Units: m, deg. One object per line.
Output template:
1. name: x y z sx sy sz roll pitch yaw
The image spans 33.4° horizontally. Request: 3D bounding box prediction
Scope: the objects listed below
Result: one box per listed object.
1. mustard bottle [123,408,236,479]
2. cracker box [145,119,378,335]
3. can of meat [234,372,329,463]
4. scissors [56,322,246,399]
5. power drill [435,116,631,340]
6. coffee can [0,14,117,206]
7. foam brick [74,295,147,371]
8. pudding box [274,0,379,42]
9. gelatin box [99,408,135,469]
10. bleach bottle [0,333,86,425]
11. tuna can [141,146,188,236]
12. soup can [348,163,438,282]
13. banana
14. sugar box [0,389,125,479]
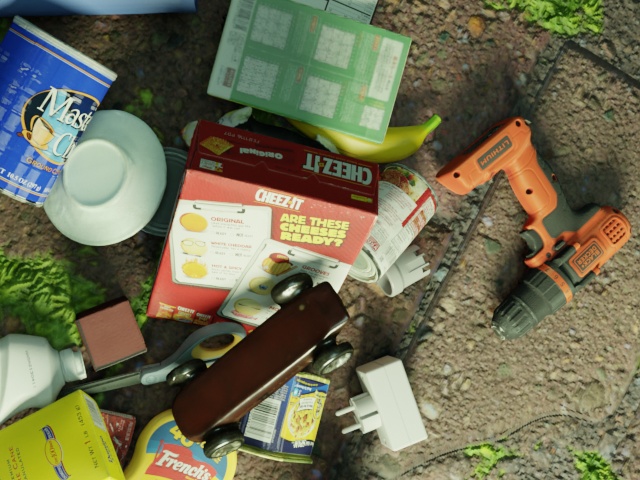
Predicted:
1. mustard bottle: -0.134 0.215 0.999 0.096 0.058 0.191 37 65 -4
2. cracker box: -0.056 0.001 0.960 0.164 0.214 0.072 13 49 -10
3. can of meat: -0.037 0.163 1.013 0.058 0.102 0.084 12 82 25
4. scissors: -0.153 0.114 1.006 0.201 0.096 0.016 -2 48 -13
5. power drill: 0.203 -0.016 1.087 0.184 0.057 0.187 -41 99 -13
6. coffee can: -0.263 -0.116 0.963 0.102 0.103 0.140 30 92 -9
7. foam brick: -0.195 0.086 0.994 0.051 0.078 0.053 -22 95 -12
8. pudding box: 0.005 -0.225 1.051 0.090 0.039 0.113 19 95 -19
9. gelatin box: -0.221 0.203 1.010 0.073 0.030 0.089 15 86 -10
10. bleach bottle: -0.339 0.150 0.972 0.250 0.068 0.102 -13 91 -14
11. tuna can: -0.149 -0.046 1.028 0.086 0.034 0.086 0 89 -11
12. soup can: 0.059 -0.017 1.039 0.068 0.069 0.102 45 66 -7
13. banana: 0.020 -0.121 1.065 0.197 0.037 0.069 18 70 -11
14. sugar box: -0.271 0.216 0.955 0.176 0.048 0.093 -27 62 0
